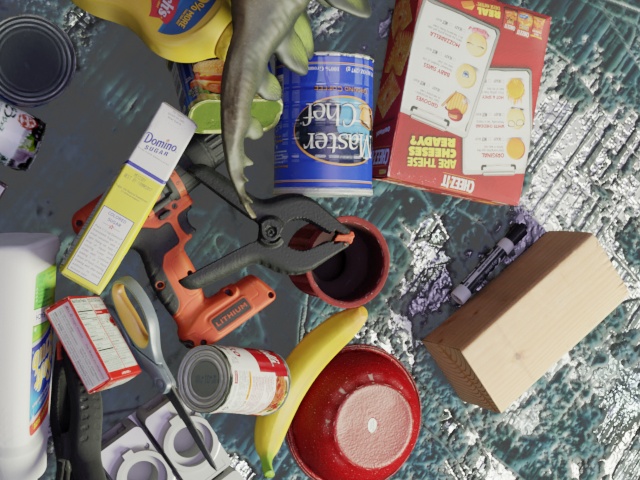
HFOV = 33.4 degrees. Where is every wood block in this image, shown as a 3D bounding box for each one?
[{"bbox_3d":[0.229,0.086,1.188,0.206,0.090,0.091,-39,105,-16],"label":"wood block"}]

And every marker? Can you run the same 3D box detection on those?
[{"bbox_3d":[0.193,0.024,1.210,0.121,0.020,0.020,-46,106,-14],"label":"marker"}]

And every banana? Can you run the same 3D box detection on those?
[{"bbox_3d":[-0.018,0.147,1.103,0.037,0.070,0.198,32,86,-45],"label":"banana"}]

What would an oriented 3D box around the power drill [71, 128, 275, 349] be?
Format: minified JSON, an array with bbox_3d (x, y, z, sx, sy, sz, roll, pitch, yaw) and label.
[{"bbox_3d":[-0.126,0.000,1.067,0.184,0.057,0.187,-36,101,-13],"label":"power drill"}]

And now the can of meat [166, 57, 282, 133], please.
[{"bbox_3d":[-0.094,-0.154,1.054,0.102,0.057,0.084,-4,58,-21],"label":"can of meat"}]

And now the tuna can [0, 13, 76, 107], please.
[{"bbox_3d":[-0.278,-0.170,1.014,0.086,0.034,0.086,-1,92,-21],"label":"tuna can"}]

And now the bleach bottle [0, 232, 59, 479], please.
[{"bbox_3d":[-0.282,0.123,0.996,0.068,0.102,0.251,1,98,3],"label":"bleach bottle"}]

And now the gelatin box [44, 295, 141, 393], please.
[{"bbox_3d":[-0.211,0.094,0.991,0.030,0.073,0.089,-32,83,9],"label":"gelatin box"}]

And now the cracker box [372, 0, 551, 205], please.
[{"bbox_3d":[0.149,-0.157,1.161,0.164,0.072,0.214,11,88,-21],"label":"cracker box"}]

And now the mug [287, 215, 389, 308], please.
[{"bbox_3d":[0.002,0.021,1.102,0.117,0.082,0.093,-1,92,-21],"label":"mug"}]

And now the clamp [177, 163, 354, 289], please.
[{"bbox_3d":[-0.057,0.001,1.030,0.171,0.039,0.120,13,93,-4],"label":"clamp"}]

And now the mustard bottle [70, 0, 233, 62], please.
[{"bbox_3d":[-0.140,-0.223,1.013,0.192,0.058,0.096,33,70,8],"label":"mustard bottle"}]

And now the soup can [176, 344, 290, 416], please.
[{"bbox_3d":[-0.085,0.139,1.054,0.102,0.069,0.068,15,85,-56],"label":"soup can"}]

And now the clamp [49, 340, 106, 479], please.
[{"bbox_3d":[-0.222,0.197,0.993,0.036,0.165,0.210,2,81,-32],"label":"clamp"}]

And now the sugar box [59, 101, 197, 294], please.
[{"bbox_3d":[-0.175,-0.037,0.972,0.048,0.093,0.176,33,82,-12],"label":"sugar box"}]

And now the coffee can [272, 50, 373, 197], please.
[{"bbox_3d":[0.003,-0.115,1.088,0.102,0.103,0.140,0,91,-21],"label":"coffee can"}]

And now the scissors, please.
[{"bbox_3d":[-0.164,0.133,1.029,0.016,0.096,0.202,-23,93,-46],"label":"scissors"}]

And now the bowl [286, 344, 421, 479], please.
[{"bbox_3d":[0.046,0.194,1.139,0.161,0.055,0.162,0,91,-21],"label":"bowl"}]
